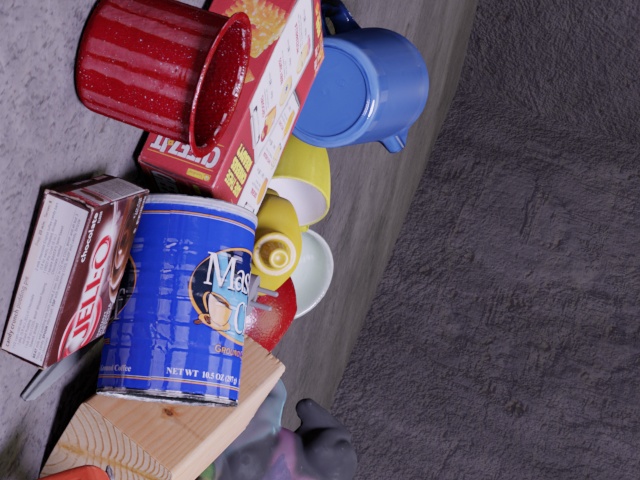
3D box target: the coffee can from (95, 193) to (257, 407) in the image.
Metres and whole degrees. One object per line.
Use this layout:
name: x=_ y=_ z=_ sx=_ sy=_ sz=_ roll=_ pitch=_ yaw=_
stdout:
coffee can: x=-0.103 y=0.046 z=0.776 sx=0.103 sy=0.103 sz=0.140 roll=70 pitch=24 yaw=-77

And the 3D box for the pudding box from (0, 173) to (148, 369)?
pudding box: x=-0.158 y=0.018 z=0.691 sx=0.090 sy=0.039 sz=0.113 roll=-41 pitch=149 yaw=-74

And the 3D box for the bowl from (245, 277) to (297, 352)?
bowl: x=-0.074 y=0.089 z=1.131 sx=0.162 sy=0.055 sz=0.162 roll=-49 pitch=-171 yaw=10

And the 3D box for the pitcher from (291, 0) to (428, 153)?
pitcher: x=0.028 y=-0.172 z=1.137 sx=0.145 sy=0.149 sz=0.242 roll=-68 pitch=171 yaw=14

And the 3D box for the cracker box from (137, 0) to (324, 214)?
cracker box: x=-0.067 y=-0.115 z=0.877 sx=0.164 sy=0.072 sz=0.213 roll=84 pitch=28 yaw=-70

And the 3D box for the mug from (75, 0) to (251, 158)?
mug: x=-0.093 y=-0.114 z=0.667 sx=0.117 sy=0.081 sz=0.093 roll=-60 pitch=166 yaw=-51

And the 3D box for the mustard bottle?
mustard bottle: x=-0.056 y=0.001 z=1.025 sx=0.192 sy=0.058 sz=0.096 roll=-143 pitch=-108 yaw=-75

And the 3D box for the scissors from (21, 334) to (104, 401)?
scissors: x=-0.150 y=0.068 z=0.814 sx=0.096 sy=0.016 sz=0.201 roll=58 pitch=41 yaw=-35

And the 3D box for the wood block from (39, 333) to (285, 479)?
wood block: x=-0.123 y=0.147 z=0.885 sx=0.090 sy=0.091 sz=0.205 roll=-57 pitch=171 yaw=26
